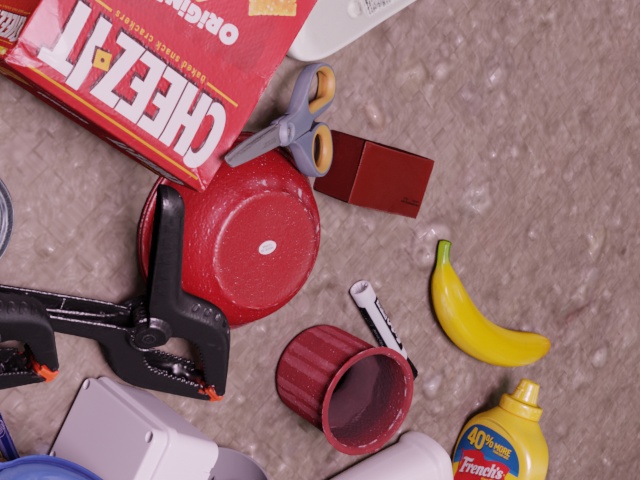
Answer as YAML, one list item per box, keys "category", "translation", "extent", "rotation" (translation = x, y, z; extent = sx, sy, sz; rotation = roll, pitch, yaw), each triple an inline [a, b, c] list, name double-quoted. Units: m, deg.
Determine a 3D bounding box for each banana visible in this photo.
- category: "banana"
  translation: [0.157, 0.079, 1.007]
  extent: [0.197, 0.037, 0.069]
  rotation: [42, 80, -38]

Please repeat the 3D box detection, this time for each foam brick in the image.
- category: "foam brick"
  translation: [0.043, -0.054, 0.870]
  extent: [0.078, 0.051, 0.053]
  rotation: [12, 99, -38]

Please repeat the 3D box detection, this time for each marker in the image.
- category: "marker"
  translation: [0.058, 0.084, 0.948]
  extent: [0.020, 0.020, 0.121]
  rotation: [-42, 125, -18]

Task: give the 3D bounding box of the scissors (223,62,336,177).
- category: "scissors"
  translation: [-0.023, -0.064, 0.771]
  extent: [0.201, 0.016, 0.096]
  rotation: [-60, 148, -52]

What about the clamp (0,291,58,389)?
- category: "clamp"
  translation: [-0.216, 0.049, 0.663]
  extent: [0.120, 0.039, 0.171]
  rotation: [-40, 152, 15]

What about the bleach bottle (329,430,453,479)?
- category: "bleach bottle"
  translation: [0.002, 0.260, 0.939]
  extent: [0.250, 0.068, 0.102]
  rotation: [-18, 115, -28]

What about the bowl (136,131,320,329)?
- category: "bowl"
  translation: [-0.055, 0.001, 0.813]
  extent: [0.161, 0.055, 0.162]
  rotation: [-12, 112, -33]

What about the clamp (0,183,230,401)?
- category: "clamp"
  translation: [-0.136, 0.059, 0.765]
  extent: [0.164, 0.036, 0.210]
  rotation: [-21, 136, 7]

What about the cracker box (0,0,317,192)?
- category: "cracker box"
  translation: [-0.090, -0.162, 0.666]
  extent: [0.164, 0.072, 0.213]
  rotation: [34, 83, -41]

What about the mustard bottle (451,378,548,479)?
- category: "mustard bottle"
  translation: [0.167, 0.224, 1.025]
  extent: [0.058, 0.096, 0.191]
  rotation: [19, 93, -38]

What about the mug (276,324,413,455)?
- category: "mug"
  translation: [0.021, 0.129, 0.895]
  extent: [0.093, 0.082, 0.117]
  rotation: [-37, 123, -21]
